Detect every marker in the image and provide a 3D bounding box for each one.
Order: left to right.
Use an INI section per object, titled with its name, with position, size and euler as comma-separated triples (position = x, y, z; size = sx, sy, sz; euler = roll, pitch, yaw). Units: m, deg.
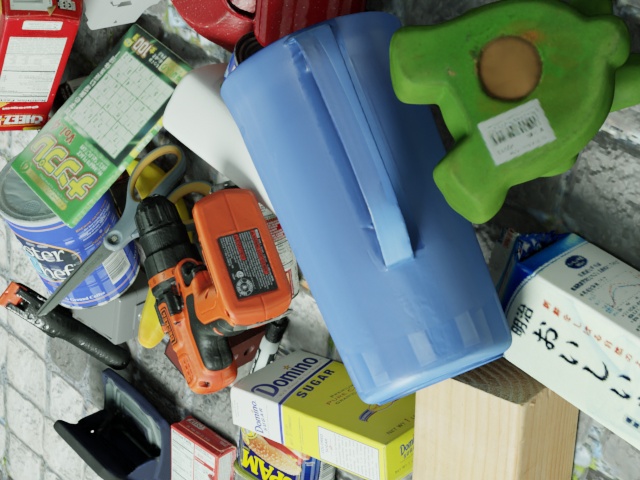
[marker]
position = -0.054, 0.114, 1.010
size = 0.020, 0.020, 0.121
euler = 41, 131, 25

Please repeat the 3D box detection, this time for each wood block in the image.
[wood block]
position = 0.130, 0.180, 0.805
size = 0.090, 0.090, 0.206
euler = 19, 119, 38

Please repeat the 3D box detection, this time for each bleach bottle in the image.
[bleach bottle]
position = -0.007, -0.046, 0.853
size = 0.251, 0.102, 0.068
euler = 40, 118, 17

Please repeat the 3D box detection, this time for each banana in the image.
[banana]
position = -0.154, 0.003, 1.012
size = 0.037, 0.069, 0.198
euler = 121, 138, -67

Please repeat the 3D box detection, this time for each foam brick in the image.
[foam brick]
position = -0.098, 0.095, 1.003
size = 0.051, 0.078, 0.053
euler = 45, 135, 21

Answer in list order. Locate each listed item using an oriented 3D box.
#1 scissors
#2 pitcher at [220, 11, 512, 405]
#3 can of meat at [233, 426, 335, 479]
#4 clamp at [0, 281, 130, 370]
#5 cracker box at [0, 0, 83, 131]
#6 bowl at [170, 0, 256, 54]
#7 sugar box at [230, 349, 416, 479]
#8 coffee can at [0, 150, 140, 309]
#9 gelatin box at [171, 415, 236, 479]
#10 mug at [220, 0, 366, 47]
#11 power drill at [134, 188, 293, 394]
[scissors]
position = -0.167, 0.002, 0.978
size = 0.096, 0.201, 0.016
euler = 25, 162, 9
[pitcher]
position = 0.034, -0.021, 0.705
size = 0.145, 0.148, 0.243
euler = -31, 77, 42
[can of meat]
position = -0.030, 0.188, 0.991
size = 0.102, 0.057, 0.084
euler = 25, 120, 35
[clamp]
position = -0.276, 0.090, 1.144
size = 0.120, 0.171, 0.039
euler = 26, 84, 22
[cracker box]
position = -0.276, -0.220, 0.986
size = 0.214, 0.072, 0.164
euler = 136, 128, -60
[bowl]
position = -0.080, -0.223, 0.867
size = 0.162, 0.055, 0.162
euler = 19, 119, 38
[sugar box]
position = 0.016, 0.144, 0.901
size = 0.177, 0.093, 0.048
euler = 16, 117, 39
[coffee can]
position = -0.244, -0.014, 1.041
size = 0.103, 0.102, 0.140
euler = 33, 154, 31
[gelatin box]
position = -0.124, 0.239, 1.124
size = 0.073, 0.030, 0.089
euler = 25, 123, 37
[mug]
position = -0.018, -0.185, 0.786
size = 0.093, 0.117, 0.081
euler = -102, 16, -53
[power drill]
position = -0.095, 0.024, 0.880
size = 0.184, 0.057, 0.188
euler = 68, 154, 10
